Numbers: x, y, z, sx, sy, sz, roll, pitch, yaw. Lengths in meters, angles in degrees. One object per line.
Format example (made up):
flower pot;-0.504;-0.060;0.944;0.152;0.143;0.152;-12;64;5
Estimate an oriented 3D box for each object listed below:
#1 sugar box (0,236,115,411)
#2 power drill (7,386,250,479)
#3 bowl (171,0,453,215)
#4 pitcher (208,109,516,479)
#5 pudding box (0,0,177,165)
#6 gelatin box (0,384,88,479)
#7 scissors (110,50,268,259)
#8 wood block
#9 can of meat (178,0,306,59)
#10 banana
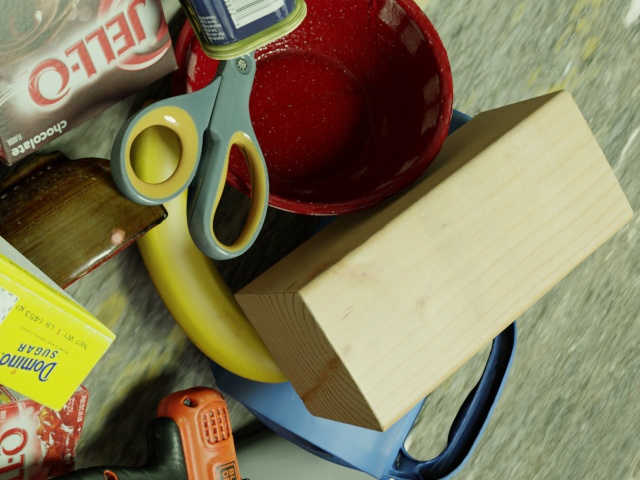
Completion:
sugar box;-0.173;0.000;0.454;0.048;0.176;0.093;-55;140;-8
power drill;-0.112;0.192;0.634;0.187;0.057;0.184;-7;85;-52
bowl;-0.007;-0.083;0.622;0.162;0.162;0.055;-42;174;-19
pitcher;0.051;0.036;0.724;0.149;0.145;0.243;34;81;-28
pudding box;-0.133;-0.105;0.537;0.113;0.039;0.090;-35;135;-26
gelatin box;-0.183;0.127;0.638;0.073;0.030;0.089;-5;117;-44
scissors;-0.061;-0.090;0.561;0.096;0.016;0.202;13;69;-35
wood block;0.068;0.008;0.614;0.205;0.091;0.090;-37;104;-23
can of meat;-0.056;-0.154;0.536;0.057;0.102;0.084;-25;132;-1
banana;-0.067;0.014;0.633;0.069;0.037;0.198;-33;102;0
